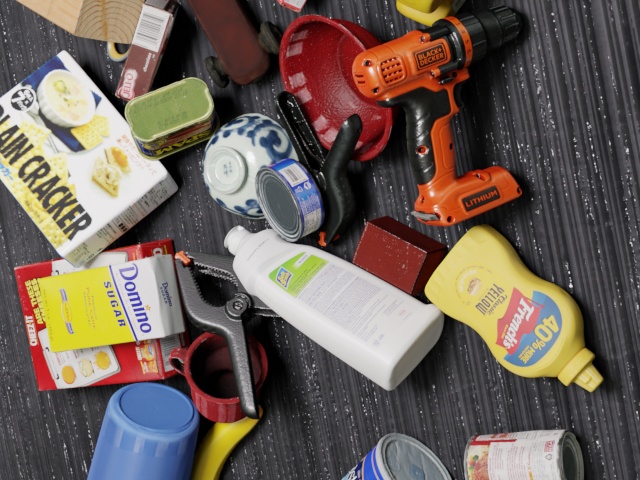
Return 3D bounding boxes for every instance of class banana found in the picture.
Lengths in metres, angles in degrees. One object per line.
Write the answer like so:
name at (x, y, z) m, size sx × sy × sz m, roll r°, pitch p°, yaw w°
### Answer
banana at (-0.123, 0.274, 1.293) m, size 0.069 × 0.037 × 0.198 m, roll 18°, pitch 109°, yaw 8°

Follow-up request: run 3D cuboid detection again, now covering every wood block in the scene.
wood block at (-0.307, -0.315, 1.262) m, size 0.206 × 0.090 × 0.091 m, roll 33°, pitch 112°, yaw 32°

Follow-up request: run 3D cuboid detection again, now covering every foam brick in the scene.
foam brick at (0.082, 0.015, 1.120) m, size 0.078 × 0.052 × 0.051 m, roll 29°, pitch 111°, yaw 24°

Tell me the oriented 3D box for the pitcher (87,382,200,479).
pitcher at (-0.222, 0.289, 1.284) m, size 0.149 × 0.144 × 0.243 m, roll 25°, pitch 117°, yaw 19°

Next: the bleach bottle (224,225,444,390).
bleach bottle at (0.003, 0.053, 1.147) m, size 0.251 × 0.102 × 0.068 m, roll 33°, pitch 151°, yaw 24°

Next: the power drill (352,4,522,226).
power drill at (0.134, -0.121, 1.031) m, size 0.057 × 0.184 × 0.187 m, roll 15°, pitch 125°, yaw 67°

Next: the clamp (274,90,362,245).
clamp at (0.010, -0.072, 1.126) m, size 0.120 × 0.039 × 0.171 m, roll 20°, pitch 132°, yaw 52°

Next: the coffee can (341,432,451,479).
coffee can at (0.062, 0.289, 1.144) m, size 0.103 × 0.102 × 0.140 m, roll 48°, pitch 118°, yaw 16°

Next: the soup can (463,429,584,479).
soup can at (0.204, 0.227, 1.071) m, size 0.102 × 0.068 × 0.068 m, roll -10°, pitch 92°, yaw 31°

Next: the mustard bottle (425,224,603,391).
mustard bottle at (0.201, 0.078, 1.057) m, size 0.192 × 0.058 × 0.096 m, roll 43°, pitch 111°, yaw 18°

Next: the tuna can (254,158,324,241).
tuna can at (-0.033, -0.044, 1.141) m, size 0.086 × 0.033 × 0.086 m, roll 43°, pitch 148°, yaw 36°

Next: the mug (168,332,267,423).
mug at (-0.119, 0.155, 1.222) m, size 0.117 × 0.093 × 0.081 m, roll 17°, pitch 150°, yaw 6°

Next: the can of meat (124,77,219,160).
can of meat at (-0.167, -0.138, 1.201) m, size 0.102 × 0.084 × 0.057 m, roll -23°, pitch 84°, yaw -6°

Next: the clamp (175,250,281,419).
clamp at (-0.091, 0.088, 1.190) m, size 0.210 × 0.036 × 0.164 m, roll 32°, pitch 72°, yaw 19°

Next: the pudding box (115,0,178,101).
pudding box at (-0.199, -0.221, 1.229) m, size 0.039 × 0.090 × 0.114 m, roll 20°, pitch 109°, yaw -11°

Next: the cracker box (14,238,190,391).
cracker box at (-0.269, 0.094, 1.330) m, size 0.214 × 0.072 × 0.164 m, roll -10°, pitch 92°, yaw 32°

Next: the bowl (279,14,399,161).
bowl at (0.031, -0.165, 1.100) m, size 0.162 × 0.055 × 0.162 m, roll 35°, pitch 143°, yaw 31°

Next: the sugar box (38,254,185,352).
sugar box at (-0.245, 0.075, 1.241) m, size 0.177 × 0.048 × 0.093 m, roll -11°, pitch 89°, yaw 32°
